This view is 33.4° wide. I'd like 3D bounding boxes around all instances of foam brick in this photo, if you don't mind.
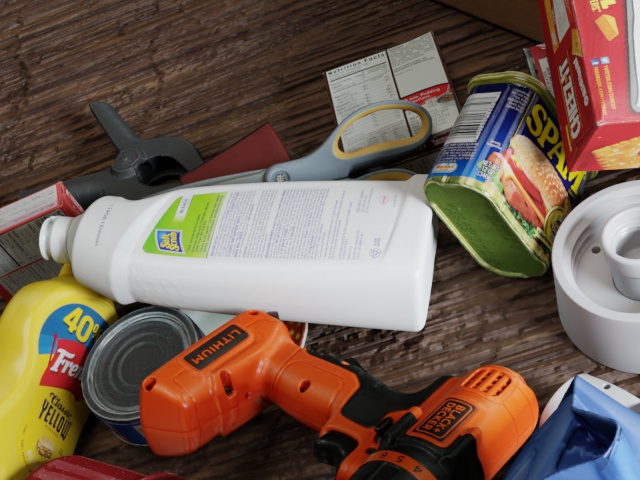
[{"bbox_3d":[-0.051,-0.035,0.766,0.078,0.053,0.051,-33,46,-1],"label":"foam brick"}]

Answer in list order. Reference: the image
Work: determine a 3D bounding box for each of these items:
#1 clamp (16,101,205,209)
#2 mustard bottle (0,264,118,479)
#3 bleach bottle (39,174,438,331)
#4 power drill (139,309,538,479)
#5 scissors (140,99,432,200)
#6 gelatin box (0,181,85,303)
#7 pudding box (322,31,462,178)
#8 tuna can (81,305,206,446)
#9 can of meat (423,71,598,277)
[{"bbox_3d":[-0.147,-0.061,0.842,0.172,0.039,0.120,7,61,23],"label":"clamp"},{"bbox_3d":[-0.179,0.085,0.698,0.058,0.096,0.191,0,54,26],"label":"mustard bottle"},{"bbox_3d":[-0.054,0.001,0.683,0.251,0.068,0.102,4,45,11],"label":"bleach bottle"},{"bbox_3d":[-0.005,0.106,0.558,0.188,0.057,0.184,16,32,35],"label":"power drill"},{"bbox_3d":[-0.012,-0.028,0.721,0.202,0.096,0.016,-25,9,6],"label":"scissors"},{"bbox_3d":[-0.212,0.003,0.797,0.089,0.073,0.030,-24,47,6],"label":"gelatin box"},{"bbox_3d":[0.055,-0.092,0.771,0.090,0.039,0.113,-20,46,10],"label":"pudding box"},{"bbox_3d":[-0.108,0.085,0.678,0.086,0.033,0.086,-14,50,17],"label":"tuna can"},{"bbox_3d":[0.116,-0.038,0.653,0.058,0.102,0.084,3,56,47],"label":"can of meat"}]
